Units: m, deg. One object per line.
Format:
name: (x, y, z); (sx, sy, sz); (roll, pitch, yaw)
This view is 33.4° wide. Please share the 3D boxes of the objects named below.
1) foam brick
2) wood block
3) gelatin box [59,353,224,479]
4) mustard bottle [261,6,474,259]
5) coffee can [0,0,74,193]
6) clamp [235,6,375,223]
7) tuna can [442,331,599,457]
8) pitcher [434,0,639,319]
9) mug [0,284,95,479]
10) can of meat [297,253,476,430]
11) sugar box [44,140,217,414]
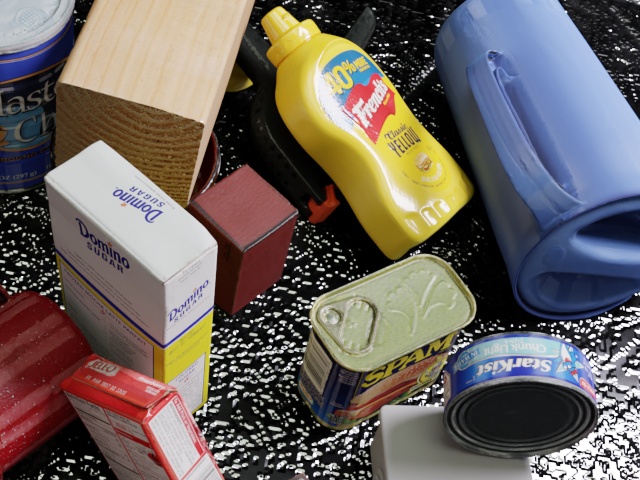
foam brick: (-0.055, 0.001, 0.706); (0.053, 0.078, 0.051); (42, 56, 17)
wood block: (-0.099, -0.137, 0.705); (0.090, 0.091, 0.206); (16, 55, -4)
gelatin box: (-0.096, 0.110, 0.593); (0.073, 0.089, 0.030); (13, 46, 41)
mustard bottle: (0.023, -0.085, 0.754); (0.191, 0.058, 0.096); (52, 45, 0)
coffee can: (-0.217, -0.115, 0.721); (0.102, 0.140, 0.103); (5, 53, -7)
clamp: (-0.024, -0.112, 0.805); (0.164, 0.036, 0.210); (10, 58, -24)
tuna can: (0.112, 0.088, 0.603); (0.086, 0.086, 0.033); (8, 51, -5)
pitcher: (0.160, -0.078, 0.769); (0.145, 0.149, 0.243); (-8, 52, -12)
mug: (-0.186, 0.072, 0.611); (0.081, 0.093, 0.117); (-36, 104, -37)
can of meat: (0.038, 0.066, 0.670); (0.102, 0.084, 0.057); (-22, 61, -25)
sugar box: (-0.105, 0.034, 0.608); (0.093, 0.176, 0.048); (39, 56, 18)
